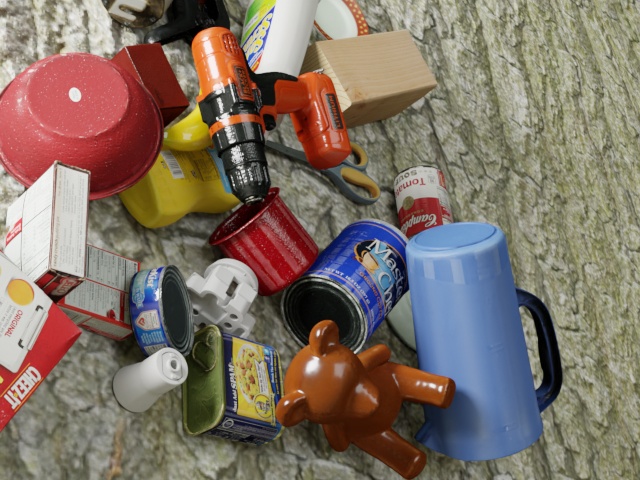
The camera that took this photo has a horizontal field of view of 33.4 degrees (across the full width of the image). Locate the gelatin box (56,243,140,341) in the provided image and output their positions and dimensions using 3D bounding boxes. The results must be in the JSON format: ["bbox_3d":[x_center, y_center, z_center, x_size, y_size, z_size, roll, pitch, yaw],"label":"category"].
[{"bbox_3d":[-0.208,0.044,0.969,0.089,0.030,0.073,24,48,-38],"label":"gelatin box"}]

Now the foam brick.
[{"bbox_3d":[-0.184,-0.159,1.117,0.052,0.051,0.078,-15,77,-50],"label":"foam brick"}]

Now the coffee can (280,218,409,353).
[{"bbox_3d":[0.034,0.051,1.166,0.103,0.103,0.140,53,39,-6],"label":"coffee can"}]

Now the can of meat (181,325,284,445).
[{"bbox_3d":[-0.082,0.141,1.018,0.083,0.058,0.102,22,51,-40],"label":"can of meat"}]

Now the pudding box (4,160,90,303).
[{"bbox_3d":[-0.236,0.001,0.918,0.039,0.090,0.113,20,51,-37],"label":"pudding box"}]

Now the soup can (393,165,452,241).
[{"bbox_3d":[0.132,-0.036,1.360,0.068,0.069,0.102,21,50,-37],"label":"soup can"}]

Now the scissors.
[{"bbox_3d":[-0.002,-0.110,1.309,0.201,0.016,0.096,31,44,-30],"label":"scissors"}]

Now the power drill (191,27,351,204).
[{"bbox_3d":[-0.045,-0.120,1.098,0.187,0.057,0.184,5,68,-55],"label":"power drill"}]

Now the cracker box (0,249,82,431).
[{"bbox_3d":[-0.314,0.057,0.813,0.213,0.072,0.164,48,40,-13],"label":"cracker box"}]

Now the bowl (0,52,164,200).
[{"bbox_3d":[-0.224,-0.118,0.984,0.162,0.055,0.162,5,61,-9],"label":"bowl"}]

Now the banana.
[{"bbox_3d":[-0.120,-0.146,1.102,0.069,0.037,0.197,44,36,-20],"label":"banana"}]

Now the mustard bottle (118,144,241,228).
[{"bbox_3d":[-0.126,-0.073,1.114,0.191,0.058,0.096,-15,71,-50],"label":"mustard bottle"}]

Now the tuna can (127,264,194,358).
[{"bbox_3d":[-0.146,0.067,0.985,0.086,0.034,0.086,-10,90,-79],"label":"tuna can"}]

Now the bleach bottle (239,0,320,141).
[{"bbox_3d":[-0.056,-0.209,1.247,0.068,0.103,0.250,32,44,-27],"label":"bleach bottle"}]

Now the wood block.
[{"bbox_3d":[0.047,-0.202,1.366,0.205,0.090,0.091,-21,81,-51],"label":"wood block"}]

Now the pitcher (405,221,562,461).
[{"bbox_3d":[0.173,0.105,1.175,0.149,0.145,0.243,-38,122,-58],"label":"pitcher"}]

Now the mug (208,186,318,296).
[{"bbox_3d":[-0.057,0.001,1.126,0.081,0.093,0.117,52,2,-15],"label":"mug"}]

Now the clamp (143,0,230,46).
[{"bbox_3d":[-0.135,-0.233,1.232,0.120,0.039,0.171,48,38,-27],"label":"clamp"}]
